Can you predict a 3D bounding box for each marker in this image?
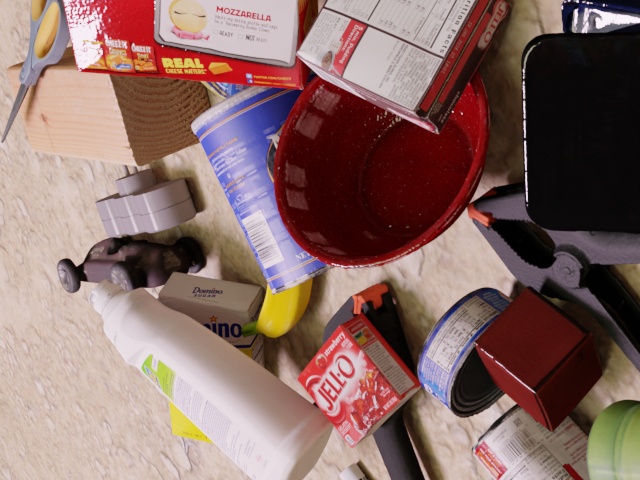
[{"bbox_3d":[0.060,0.252,0.950,0.121,0.020,0.020,51,144,19],"label":"marker"}]

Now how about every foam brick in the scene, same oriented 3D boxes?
[{"bbox_3d":[0.139,0.075,0.673,0.051,0.053,0.078,40,171,32],"label":"foam brick"}]

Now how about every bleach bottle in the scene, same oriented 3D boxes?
[{"bbox_3d":[-0.106,0.115,0.939,0.251,0.068,0.103,38,143,16],"label":"bleach bottle"}]

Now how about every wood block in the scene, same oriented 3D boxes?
[{"bbox_3d":[-0.198,-0.130,0.990,0.206,0.090,0.091,12,121,50],"label":"wood block"}]

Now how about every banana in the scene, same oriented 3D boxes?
[{"bbox_3d":[-0.039,0.008,0.897,0.070,0.037,0.198,11,118,16],"label":"banana"}]

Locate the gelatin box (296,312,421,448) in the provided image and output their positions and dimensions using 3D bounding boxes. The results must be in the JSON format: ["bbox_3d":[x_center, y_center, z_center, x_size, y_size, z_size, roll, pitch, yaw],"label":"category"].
[{"bbox_3d":[0.027,0.110,0.830,0.073,0.030,0.089,51,138,14],"label":"gelatin box"}]

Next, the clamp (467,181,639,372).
[{"bbox_3d":[0.164,0.021,0.648,0.172,0.039,0.120,27,129,43],"label":"clamp"}]

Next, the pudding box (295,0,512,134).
[{"bbox_3d":[0.049,-0.129,0.665,0.114,0.039,0.090,32,94,37],"label":"pudding box"}]

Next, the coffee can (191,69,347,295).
[{"bbox_3d":[-0.020,-0.044,0.794,0.103,0.102,0.140,-26,90,56],"label":"coffee can"}]

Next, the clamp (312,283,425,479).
[{"bbox_3d":[0.045,0.132,0.878,0.165,0.036,0.210,38,137,34],"label":"clamp"}]

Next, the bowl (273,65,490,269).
[{"bbox_3d":[0.049,-0.052,0.698,0.162,0.055,0.162,-13,66,32],"label":"bowl"}]

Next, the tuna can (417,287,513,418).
[{"bbox_3d":[0.106,0.075,0.716,0.034,0.086,0.086,38,138,36],"label":"tuna can"}]

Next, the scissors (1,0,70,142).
[{"bbox_3d":[-0.263,-0.172,0.967,0.202,0.016,0.096,-33,60,52],"label":"scissors"}]

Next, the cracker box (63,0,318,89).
[{"bbox_3d":[-0.086,-0.207,0.682,0.164,0.072,0.214,6,132,9],"label":"cracker box"}]

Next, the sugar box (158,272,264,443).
[{"bbox_3d":[-0.102,0.119,1.029,0.093,0.048,0.176,9,126,15],"label":"sugar box"}]

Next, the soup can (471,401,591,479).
[{"bbox_3d":[0.158,0.160,0.716,0.102,0.068,0.069,50,143,22],"label":"soup can"}]
